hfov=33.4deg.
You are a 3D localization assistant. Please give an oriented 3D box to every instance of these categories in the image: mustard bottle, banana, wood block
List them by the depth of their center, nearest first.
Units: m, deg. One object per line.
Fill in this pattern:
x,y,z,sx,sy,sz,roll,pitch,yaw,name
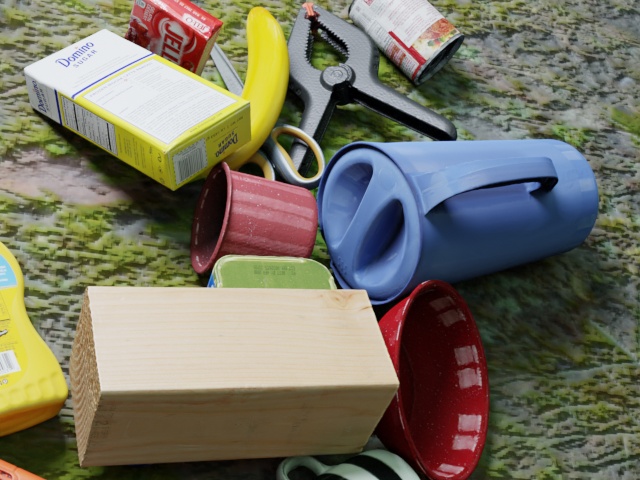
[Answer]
-0.064,0.094,0.750,0.205,0.090,0.091,2,45,-23,wood block
-0.259,0.048,0.769,0.096,0.058,0.192,-15,68,-31,mustard bottle
-0.064,-0.129,0.941,0.070,0.037,0.197,15,63,14,banana

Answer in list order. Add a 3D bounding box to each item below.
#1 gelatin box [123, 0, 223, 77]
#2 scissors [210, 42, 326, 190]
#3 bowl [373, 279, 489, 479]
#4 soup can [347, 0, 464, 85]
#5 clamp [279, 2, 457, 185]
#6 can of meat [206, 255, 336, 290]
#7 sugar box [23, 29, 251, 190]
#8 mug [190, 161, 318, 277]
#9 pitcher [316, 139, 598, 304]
-0.134,-0.176,0.939,0.073,0.089,0.030,33,53,-1,gelatin box
-0.076,-0.103,0.961,0.096,0.016,0.202,-40,63,-13,scissors
0.077,0.114,0.846,0.161,0.055,0.162,19,67,-54,bowl
0.085,-0.215,1.070,0.102,0.069,0.068,46,54,9,soup can
0.029,-0.143,0.997,0.164,0.036,0.210,-12,58,0,clamp
-0.045,0.059,0.831,0.102,0.084,0.057,2,46,-22,can of meat
-0.151,-0.112,0.880,0.176,0.048,0.093,28,48,31,sugar box
-0.056,0.001,0.874,0.081,0.093,0.117,12,87,-22,mug
0.132,-0.030,0.921,0.242,0.145,0.149,-9,30,-36,pitcher
